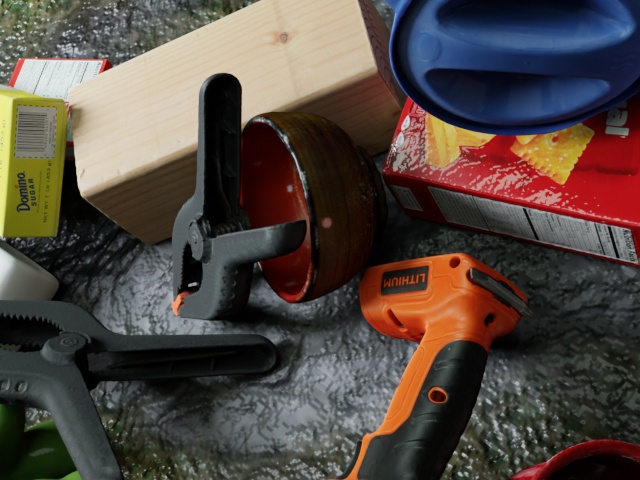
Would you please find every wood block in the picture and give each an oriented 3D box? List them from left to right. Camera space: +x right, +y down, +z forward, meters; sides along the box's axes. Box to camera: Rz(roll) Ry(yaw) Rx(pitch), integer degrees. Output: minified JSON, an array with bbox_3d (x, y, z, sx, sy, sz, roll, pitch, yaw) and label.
[{"bbox_3d":[-0.052,-0.085,0.702,0.206,0.090,0.091,-21,60,15],"label":"wood block"}]

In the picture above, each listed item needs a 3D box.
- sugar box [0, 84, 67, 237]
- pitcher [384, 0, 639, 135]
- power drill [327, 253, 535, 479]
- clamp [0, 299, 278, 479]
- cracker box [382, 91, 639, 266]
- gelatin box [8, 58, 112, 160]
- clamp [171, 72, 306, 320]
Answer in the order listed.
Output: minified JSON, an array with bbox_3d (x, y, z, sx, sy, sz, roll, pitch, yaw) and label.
[{"bbox_3d":[-0.239,-0.065,0.753,0.177,0.048,0.093,18,104,47],"label":"sugar box"},{"bbox_3d":[0.097,-0.191,0.572,0.145,0.149,0.243,-7,56,16],"label":"pitcher"},{"bbox_3d":[0.031,0.104,0.582,0.185,0.057,0.187,-10,54,52],"label":"power drill"},{"bbox_3d":[-0.142,0.074,0.654,0.210,0.164,0.036,20,121,30],"label":"clamp"},{"bbox_3d":[0.161,-0.078,0.615,0.214,0.072,0.164,14,74,27],"label":"cracker box"},{"bbox_3d":[-0.199,-0.099,0.809,0.089,0.030,0.073,6,70,26],"label":"gelatin box"},{"bbox_3d":[-0.054,0.001,0.632,0.039,0.172,0.120,-6,48,-22],"label":"clamp"}]
